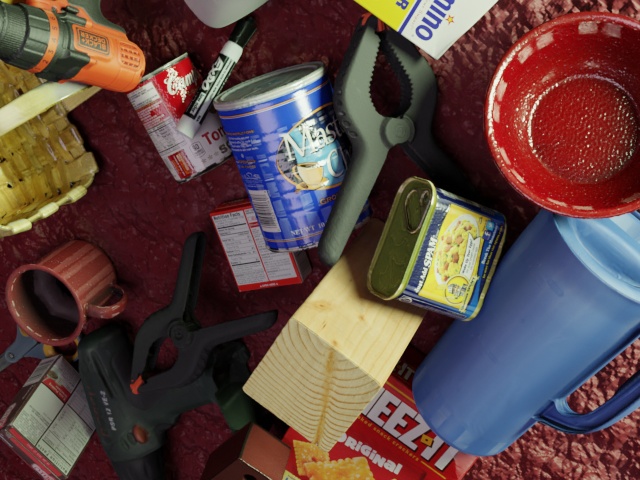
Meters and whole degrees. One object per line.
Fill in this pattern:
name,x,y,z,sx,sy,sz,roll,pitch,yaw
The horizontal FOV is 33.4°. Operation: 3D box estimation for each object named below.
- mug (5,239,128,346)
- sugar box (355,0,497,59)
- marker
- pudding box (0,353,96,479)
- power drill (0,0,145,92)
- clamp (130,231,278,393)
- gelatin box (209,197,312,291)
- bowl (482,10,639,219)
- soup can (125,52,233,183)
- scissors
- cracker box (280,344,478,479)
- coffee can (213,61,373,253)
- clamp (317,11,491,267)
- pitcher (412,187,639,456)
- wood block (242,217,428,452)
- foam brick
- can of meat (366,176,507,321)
mug,-0.255,0.053,1.110,0.117,0.081,0.093,12,118,18
sugar box,0.055,-0.225,0.826,0.176,0.048,0.093,32,125,-21
marker,-0.091,-0.146,0.946,0.020,0.020,0.121,29,86,8
pudding box,-0.290,0.193,1.163,0.039,0.113,0.090,-21,117,37
power drill,-0.233,-0.225,0.894,0.057,0.184,0.187,-18,72,35
clamp,-0.133,0.078,1.042,0.172,0.039,0.120,-39,72,16
gelatin box,-0.057,0.001,1.031,0.073,0.030,0.089,-10,109,28
bowl,0.208,-0.093,0.833,0.162,0.055,0.162,-1,83,10
soup can,-0.128,-0.112,0.984,0.069,0.068,0.102,-22,104,30
scissors,-0.333,0.137,1.223,0.096,0.016,0.202,39,123,2
cracker box,0.052,0.208,1.057,0.164,0.072,0.214,35,122,5
coffee can,-0.023,-0.074,0.937,0.103,0.102,0.140,-10,110,27
clamp,0.070,-0.089,0.904,0.036,0.164,0.210,-167,73,-67
pitcher,0.187,0.085,0.904,0.145,0.149,0.243,30,126,-7
wood block,0.028,0.074,0.924,0.090,0.205,0.091,37,122,3
foam brick,-0.075,0.225,1.046,0.053,0.051,0.078,36,127,-14
can of meat,0.098,0.009,0.880,0.083,0.058,0.102,19,93,-26
